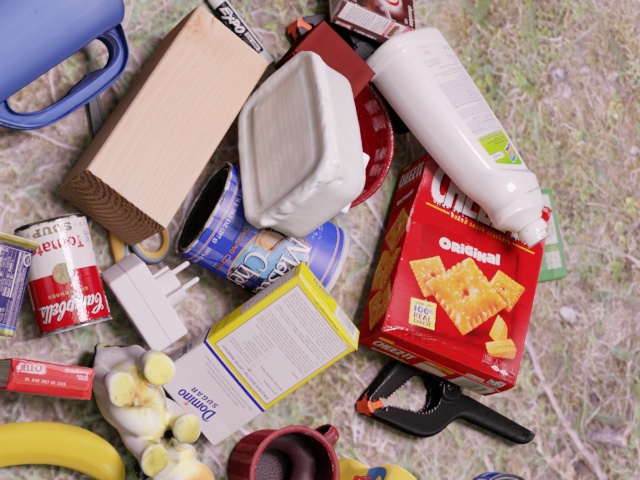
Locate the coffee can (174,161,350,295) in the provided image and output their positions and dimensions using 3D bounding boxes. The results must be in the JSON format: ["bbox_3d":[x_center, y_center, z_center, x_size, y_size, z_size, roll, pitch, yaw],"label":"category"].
[{"bbox_3d":[-0.057,0.001,1.048,0.140,0.103,0.102,30,71,-18],"label":"coffee can"}]

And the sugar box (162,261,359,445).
[{"bbox_3d":[-0.060,0.108,1.013,0.176,0.048,0.093,-35,102,16],"label":"sugar box"}]

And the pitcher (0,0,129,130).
[{"bbox_3d":[-0.297,-0.175,0.952,0.149,0.145,0.242,38,68,22],"label":"pitcher"}]

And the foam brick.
[{"bbox_3d":[0.003,-0.170,1.067,0.078,0.053,0.051,44,68,-14],"label":"foam brick"}]

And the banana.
[{"bbox_3d":[-0.258,0.197,0.963,0.197,0.037,0.069,13,78,-23],"label":"banana"}]

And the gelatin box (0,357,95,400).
[{"bbox_3d":[-0.247,0.123,0.949,0.073,0.089,0.030,12,78,-23],"label":"gelatin box"}]

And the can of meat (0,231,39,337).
[{"bbox_3d":[-0.298,0.037,0.932,0.057,0.102,0.084,19,77,-42],"label":"can of meat"}]

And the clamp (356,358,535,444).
[{"bbox_3d":[0.139,0.167,1.153,0.209,0.036,0.164,-17,87,-27],"label":"clamp"}]

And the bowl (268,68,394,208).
[{"bbox_3d":[-0.005,-0.106,1.114,0.161,0.055,0.162,4,81,-25],"label":"bowl"}]

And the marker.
[{"bbox_3d":[-0.092,-0.230,1.111,0.020,0.020,0.121,-42,100,-24],"label":"marker"}]

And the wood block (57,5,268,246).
[{"bbox_3d":[-0.148,-0.108,1.016,0.090,0.090,0.206,37,63,-19],"label":"wood block"}]

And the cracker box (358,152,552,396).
[{"bbox_3d":[0.146,0.035,1.130,0.164,0.072,0.213,24,66,-16],"label":"cracker box"}]

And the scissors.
[{"bbox_3d":[-0.189,-0.060,1.044,0.096,0.016,0.202,7,80,-26],"label":"scissors"}]

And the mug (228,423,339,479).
[{"bbox_3d":[-0.032,0.218,1.041,0.117,0.082,0.093,-40,100,-24],"label":"mug"}]

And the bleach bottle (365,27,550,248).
[{"bbox_3d":[0.150,-0.100,1.101,0.102,0.068,0.251,-24,77,-46],"label":"bleach bottle"}]

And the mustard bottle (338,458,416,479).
[{"bbox_3d":[0.049,0.259,1.012,0.058,0.192,0.096,38,69,-16],"label":"mustard bottle"}]

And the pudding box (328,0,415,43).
[{"bbox_3d":[0.054,-0.267,1.151,0.090,0.039,0.113,18,50,-21],"label":"pudding box"}]

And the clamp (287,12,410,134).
[{"bbox_3d":[0.043,-0.188,1.157,0.171,0.039,0.120,13,69,-21],"label":"clamp"}]

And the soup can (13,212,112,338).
[{"bbox_3d":[-0.236,0.032,0.980,0.068,0.069,0.102,-14,88,-26],"label":"soup can"}]
